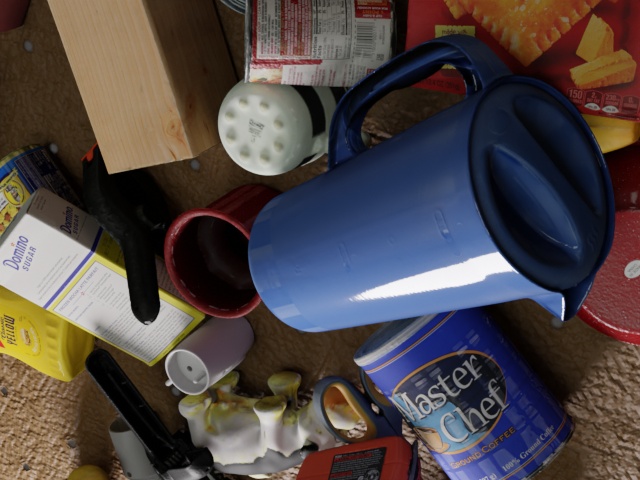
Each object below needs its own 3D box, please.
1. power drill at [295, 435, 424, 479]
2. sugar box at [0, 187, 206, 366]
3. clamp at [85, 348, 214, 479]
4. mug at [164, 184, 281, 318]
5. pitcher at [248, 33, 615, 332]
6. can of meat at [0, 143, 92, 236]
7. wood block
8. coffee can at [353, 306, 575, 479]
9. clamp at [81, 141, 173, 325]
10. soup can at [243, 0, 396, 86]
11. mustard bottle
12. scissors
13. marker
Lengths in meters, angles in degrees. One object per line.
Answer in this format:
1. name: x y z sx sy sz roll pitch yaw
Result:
1. power drill: 0.061 0.239 0.876 0.185 0.057 0.187 -20 129 32
2. sugar box: -0.192 0.034 0.924 0.176 0.048 0.093 35 126 -18
3. clamp: -0.125 0.200 0.950 0.165 0.036 0.210 33 153 41
4. mug: -0.056 0.001 0.854 0.117 0.081 0.093 -17 103 33
5. pitcher: 0.057 -0.019 0.711 0.144 0.149 0.243 30 150 -31
6. can of meat: -0.267 -0.028 0.970 0.102 0.057 0.084 -35 91 34
7. wood block: -0.139 -0.168 0.819 0.091 0.090 0.206 -8 108 31
8. coffee can: 0.108 0.111 0.803 0.103 0.102 0.140 -38 91 35
9. clamp: -0.142 -0.008 0.901 0.039 0.120 0.171 -34 72 24
10. soup can: -0.002 -0.143 0.746 0.102 0.068 0.068 1 116 -5
11. mustard bottle: -0.311 0.065 1.033 0.192 0.058 0.096 17 124 21
12. scissors: 0.072 0.162 0.888 0.201 0.096 0.016 42 163 -29
13. marker: -0.095 0.225 1.013 0.121 0.020 0.020 44 125 4
